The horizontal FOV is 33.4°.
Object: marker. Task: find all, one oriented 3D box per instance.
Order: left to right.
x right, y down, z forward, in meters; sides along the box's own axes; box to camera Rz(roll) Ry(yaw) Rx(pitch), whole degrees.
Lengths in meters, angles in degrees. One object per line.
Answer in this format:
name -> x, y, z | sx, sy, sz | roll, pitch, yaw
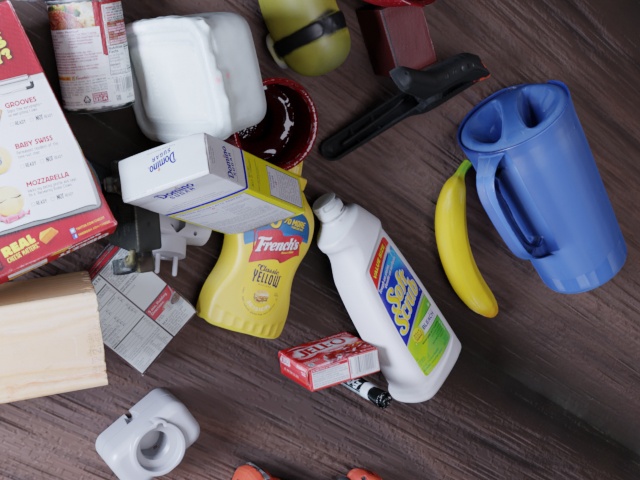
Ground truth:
marker -> 0.041, 0.156, 1.162 | 0.020, 0.121, 0.020 | -7, 104, -28

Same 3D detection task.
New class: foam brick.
foam brick -> 0.081, -0.219, 1.140 | 0.051, 0.053, 0.078 | -28, 114, -21

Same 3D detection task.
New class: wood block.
wood block -> -0.302, 0.093, 0.956 | 0.205, 0.091, 0.090 | -8, 104, -15

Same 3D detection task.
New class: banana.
banana -> 0.169, 0.009, 1.248 | 0.069, 0.037, 0.198 | -20, 110, -23

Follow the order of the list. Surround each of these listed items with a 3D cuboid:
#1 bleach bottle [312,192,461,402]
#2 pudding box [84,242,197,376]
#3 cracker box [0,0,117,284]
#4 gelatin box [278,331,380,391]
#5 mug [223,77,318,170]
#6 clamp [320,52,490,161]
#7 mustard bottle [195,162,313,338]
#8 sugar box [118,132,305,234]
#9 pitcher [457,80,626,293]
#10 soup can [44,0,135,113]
bleach bottle -> 0.062, 0.058, 1.180 | 0.102, 0.068, 0.250 | -52, 120, -34
pudding box -> -0.192, 0.066, 1.063 | 0.090, 0.039, 0.113 | -49, 116, -8
cracker box -> -0.293, -0.071, 0.911 | 0.164, 0.072, 0.214 | -26, 89, -15
gelatin box -> 0.009, 0.131, 1.167 | 0.089, 0.073, 0.030 | -13, 106, -25
mug -> -0.068, -0.109, 1.066 | 0.093, 0.082, 0.117 | 37, 82, -30
clamp -> 0.101, -0.153, 1.146 | 0.209, 0.165, 0.036 | -25, 81, -43
mustard bottle -> -0.057, 0.001, 1.111 | 0.096, 0.058, 0.191 | 18, 92, -33
sugar box -> -0.096, -0.049, 0.985 | 0.176, 0.093, 0.048 | 25, 52, -61
pitcher -> 0.260, -0.049, 1.233 | 0.149, 0.145, 0.242 | -31, 119, 3
soup can -> -0.211, -0.173, 0.982 | 0.068, 0.069, 0.102 | -14, 108, -26
